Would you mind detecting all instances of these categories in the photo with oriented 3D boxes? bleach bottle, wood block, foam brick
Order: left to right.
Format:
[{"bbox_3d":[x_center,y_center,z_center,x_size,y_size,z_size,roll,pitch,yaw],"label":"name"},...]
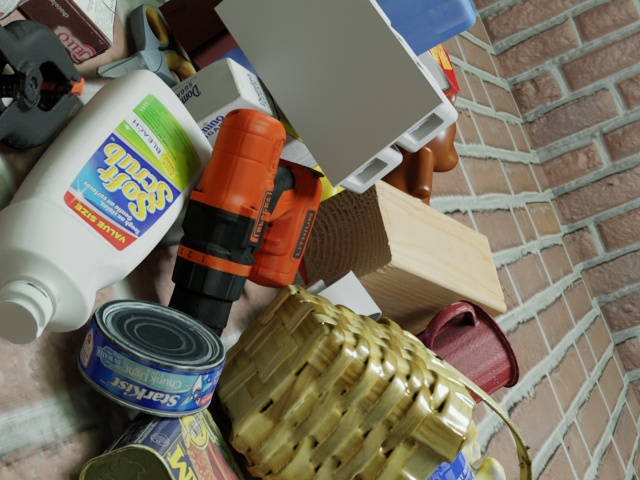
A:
[{"bbox_3d":[-0.140,-0.015,0.673,0.102,0.068,0.250,56,25,-23],"label":"bleach bottle"},{"bbox_3d":[-0.093,-0.198,0.938,0.053,0.078,0.051,58,3,10],"label":"foam brick"},{"bbox_3d":[0.080,0.024,1.013,0.205,0.091,0.090,24,47,-49],"label":"wood block"}]

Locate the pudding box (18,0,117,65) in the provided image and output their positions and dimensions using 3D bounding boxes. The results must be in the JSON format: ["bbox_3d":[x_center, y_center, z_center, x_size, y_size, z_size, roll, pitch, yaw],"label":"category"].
[{"bbox_3d":[-0.193,-0.196,0.766,0.113,0.039,0.090,50,25,-43],"label":"pudding box"}]

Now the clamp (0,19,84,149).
[{"bbox_3d":[-0.189,-0.082,0.631,0.171,0.039,0.120,6,97,-76],"label":"clamp"}]

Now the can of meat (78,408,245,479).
[{"bbox_3d":[-0.087,0.152,0.635,0.102,0.057,0.084,64,18,-9],"label":"can of meat"}]

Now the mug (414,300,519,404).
[{"bbox_3d":[0.119,0.105,0.966,0.093,0.081,0.117,43,-26,41],"label":"mug"}]

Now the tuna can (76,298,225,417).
[{"bbox_3d":[-0.101,0.069,0.646,0.086,0.034,0.086,20,16,-6],"label":"tuna can"}]

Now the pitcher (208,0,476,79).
[{"bbox_3d":[0.022,-0.195,1.014,0.145,0.243,0.149,68,13,7],"label":"pitcher"}]

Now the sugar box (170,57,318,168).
[{"bbox_3d":[-0.066,-0.089,0.891,0.176,0.093,0.048,27,38,-61],"label":"sugar box"}]

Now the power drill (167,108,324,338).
[{"bbox_3d":[-0.055,0.001,0.801,0.187,0.057,0.184,2,108,-80],"label":"power drill"}]

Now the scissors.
[{"bbox_3d":[-0.147,-0.156,0.849,0.096,0.016,0.201,65,14,7],"label":"scissors"}]
